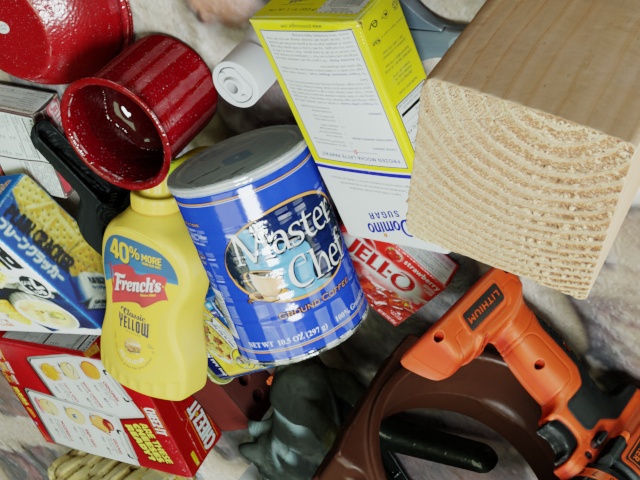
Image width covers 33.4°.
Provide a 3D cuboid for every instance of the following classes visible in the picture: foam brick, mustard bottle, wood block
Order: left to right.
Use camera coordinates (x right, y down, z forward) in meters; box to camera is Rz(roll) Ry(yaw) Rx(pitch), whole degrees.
[{"bbox_3d":[-0.134,0.030,0.868,0.096,0.058,0.192,20,117,30],"label":"mustard bottle"},{"bbox_3d":[-0.087,0.132,0.997,0.051,0.053,0.078,-17,118,45],"label":"foam brick"},{"bbox_3d":[0.126,-0.082,0.509,0.090,0.205,0.091,21,138,18],"label":"wood block"}]

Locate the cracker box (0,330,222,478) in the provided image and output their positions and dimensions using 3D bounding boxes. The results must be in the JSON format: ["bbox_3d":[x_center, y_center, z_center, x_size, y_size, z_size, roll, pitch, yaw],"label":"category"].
[{"bbox_3d":[-0.225,0.150,1.102,0.214,0.072,0.164,4,131,32],"label":"cracker box"}]

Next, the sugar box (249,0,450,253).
[{"bbox_3d":[0.031,-0.076,0.682,0.094,0.048,0.176,12,140,43],"label":"sugar box"}]

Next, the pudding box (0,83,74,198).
[{"bbox_3d":[-0.264,-0.089,0.924,0.114,0.039,0.090,12,135,25],"label":"pudding box"}]

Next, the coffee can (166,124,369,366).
[{"bbox_3d":[-0.035,0.002,0.755,0.103,0.102,0.140,-3,117,38],"label":"coffee can"}]

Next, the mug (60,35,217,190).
[{"bbox_3d":[-0.134,-0.092,0.787,0.093,0.081,0.117,45,137,-8],"label":"mug"}]

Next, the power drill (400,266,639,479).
[{"bbox_3d":[0.146,0.120,0.727,0.187,0.184,0.057,46,141,5],"label":"power drill"}]

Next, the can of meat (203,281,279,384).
[{"bbox_3d":[-0.077,0.071,0.927,0.084,0.057,0.102,-19,115,44],"label":"can of meat"}]

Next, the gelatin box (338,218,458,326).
[{"bbox_3d":[0.047,0.015,0.801,0.089,0.030,0.073,40,140,-4],"label":"gelatin box"}]

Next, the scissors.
[{"bbox_3d":[0.075,-0.136,0.645,0.202,0.016,0.096,-1,128,37],"label":"scissors"}]

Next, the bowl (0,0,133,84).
[{"bbox_3d":[-0.221,-0.174,0.796,0.162,0.055,0.162,21,138,19],"label":"bowl"}]

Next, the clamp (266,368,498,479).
[{"bbox_3d":[0.043,0.182,0.961,0.210,0.036,0.165,30,139,12],"label":"clamp"}]

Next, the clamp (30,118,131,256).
[{"bbox_3d":[-0.181,-0.036,0.901,0.120,0.039,0.172,17,136,6],"label":"clamp"}]
